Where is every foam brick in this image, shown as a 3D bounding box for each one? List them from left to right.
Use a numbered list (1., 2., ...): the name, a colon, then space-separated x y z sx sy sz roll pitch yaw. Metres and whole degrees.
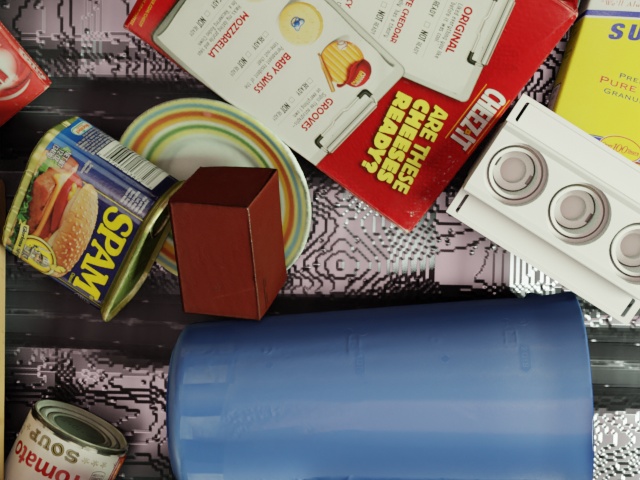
1. foam brick: -0.054 0.001 0.635 0.051 0.053 0.078 6 119 17

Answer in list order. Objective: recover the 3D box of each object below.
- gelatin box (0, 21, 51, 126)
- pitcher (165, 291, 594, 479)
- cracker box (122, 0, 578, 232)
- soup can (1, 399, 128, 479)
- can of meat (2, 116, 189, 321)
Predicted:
1. gelatin box: -0.227 -0.099 0.670 0.089 0.030 0.073 -37 108 4
2. pitcher: 0.036 0.107 0.629 0.243 0.149 0.145 -2 91 5
3. cracker box: 0.016 -0.135 0.628 0.213 0.072 0.164 35 117 -1
4. soup can: -0.172 0.161 0.672 0.068 0.068 0.102 27 92 0
5. can of meat: -0.139 -0.015 0.655 0.084 0.057 0.102 33 123 2
